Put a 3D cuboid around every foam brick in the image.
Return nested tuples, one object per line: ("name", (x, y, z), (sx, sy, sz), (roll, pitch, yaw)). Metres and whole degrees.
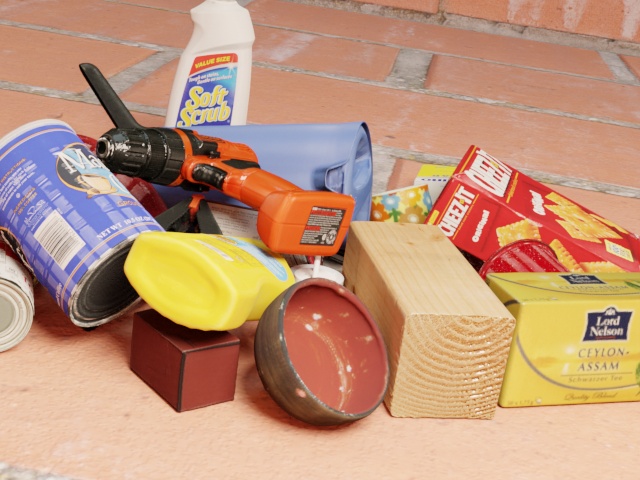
("foam brick", (-0.106, 0.088, 0.823), (0.052, 0.051, 0.078), (-8, 25, -36))

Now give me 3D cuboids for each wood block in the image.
("wood block", (0.082, 0.061, 0.914), (0.090, 0.091, 0.206), (3, 21, -13))

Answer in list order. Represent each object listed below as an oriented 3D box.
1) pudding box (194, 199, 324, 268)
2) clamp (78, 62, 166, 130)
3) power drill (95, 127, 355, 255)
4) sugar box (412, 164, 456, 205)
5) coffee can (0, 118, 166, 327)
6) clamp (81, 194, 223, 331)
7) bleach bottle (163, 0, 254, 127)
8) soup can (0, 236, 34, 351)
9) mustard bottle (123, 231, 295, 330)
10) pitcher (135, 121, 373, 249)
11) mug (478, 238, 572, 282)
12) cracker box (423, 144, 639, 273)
("pudding box", (-0.057, 0.001, 1.034), (0.113, 0.039, 0.090), (9, -21, 10))
("clamp", (-0.209, -0.104, 1.208), (0.210, 0.164, 0.036), (14, -10, -6))
("power drill", (-0.078, -0.049, 0.924), (0.188, 0.057, 0.184), (30, 18, 34))
("sugar box", (0.163, -0.061, 1.306), (0.093, 0.048, 0.176), (5, 8, 7))
("coffee can", (-0.200, -0.015, 0.861), (0.140, 0.103, 0.102), (45, 34, 20))
("clamp", (-0.139, 0.026, 0.933), (0.120, 0.039, 0.171), (8, 44, -4))
("bleach bottle", (-0.134, -0.175, 1.241), (0.102, 0.251, 0.068), (8, 20, -1))
("soup can", (-0.268, 0.040, 0.868), (0.068, 0.068, 0.102), (2, 21, -17))
("mustard bottle", (-0.072, 0.029, 0.853), (0.096, 0.058, 0.191), (28, 9, 17))
("pitcher", (-0.066, -0.060, 1.122), (0.243, 0.149, 0.145), (3, 45, 13))
("mug", (0.207, 0.063, 0.982), (0.117, 0.093, 0.082), (39, 7, -33))
("cracker box", (0.225, -0.010, 1.102), (0.214, 0.072, 0.164), (30, 21, 5))
